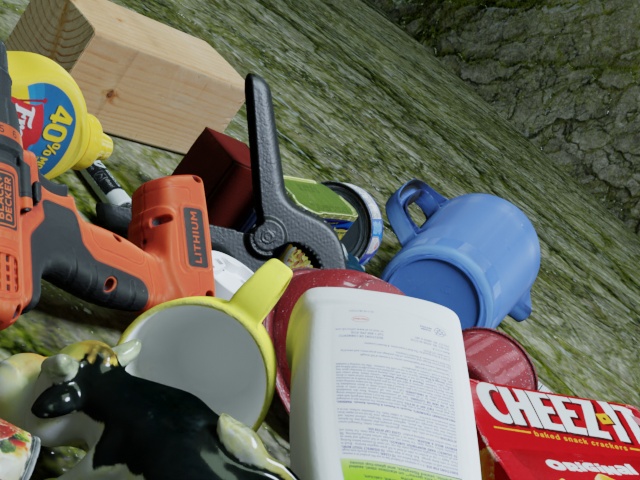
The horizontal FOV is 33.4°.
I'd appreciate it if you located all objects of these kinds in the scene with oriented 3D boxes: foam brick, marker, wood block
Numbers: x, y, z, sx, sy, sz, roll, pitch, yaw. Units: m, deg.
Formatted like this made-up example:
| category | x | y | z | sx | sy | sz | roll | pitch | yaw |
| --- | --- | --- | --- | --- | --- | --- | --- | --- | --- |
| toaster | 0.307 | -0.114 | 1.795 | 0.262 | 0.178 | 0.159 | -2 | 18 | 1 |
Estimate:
| category | x | y | z | sx | sy | sz | roll | pitch | yaw |
| --- | --- | --- | --- | --- | --- | --- | --- | --- | --- |
| foam brick | -0.087 | -0.043 | 0.881 | 0.052 | 0.078 | 0.051 | 19 | 24 | -50 |
| marker | -0.183 | -0.061 | 0.837 | 0.020 | 0.020 | 0.121 | 13 | 29 | -53 |
| wood block | -0.173 | -0.151 | 0.973 | 0.090 | 0.091 | 0.205 | 47 | 19 | 30 |

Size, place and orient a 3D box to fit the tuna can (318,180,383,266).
| category | x | y | z | sx | sy | sz | roll | pitch | yaw |
| --- | --- | --- | --- | --- | --- | --- | --- | --- | --- |
| tuna can | 0.014 | -0.012 | 0.988 | 0.086 | 0.086 | 0.033 | 43 | 16 | 19 |

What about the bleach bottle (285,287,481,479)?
| category | x | y | z | sx | sy | sz | roll | pitch | yaw |
| --- | --- | --- | --- | --- | --- | --- | --- | --- | --- |
| bleach bottle | 0.025 | 0.120 | 0.506 | 0.102 | 0.068 | 0.250 | 7 | 32 | -1 |

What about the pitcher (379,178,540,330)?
| category | x | y | z | sx | sy | sz | roll | pitch | yaw |
| --- | --- | --- | --- | --- | --- | --- | --- | --- | --- |
| pitcher | 0.126 | 0.027 | 1.038 | 0.149 | 0.145 | 0.242 | 8 | 12 | 17 |

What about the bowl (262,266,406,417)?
| category | x | y | z | sx | sy | sz | roll | pitch | yaw |
| --- | --- | --- | --- | --- | --- | --- | --- | --- | --- |
| bowl | 0.034 | 0.080 | 0.737 | 0.162 | 0.055 | 0.162 | 34 | 39 | -33 |

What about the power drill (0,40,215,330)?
| category | x | y | z | sx | sy | sz | roll | pitch | yaw |
| --- | --- | --- | --- | --- | --- | --- | --- | --- | --- |
| power drill | -0.149 | -0.024 | 0.636 | 0.187 | 0.057 | 0.184 | 18 | 58 | -48 |

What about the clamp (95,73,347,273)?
| category | x | y | z | sx | sy | sz | roll | pitch | yaw |
| --- | --- | --- | --- | --- | --- | --- | --- | --- | --- |
| clamp | -0.055 | 0.001 | 0.809 | 0.210 | 0.164 | 0.036 | 56 | -14 | -7 |

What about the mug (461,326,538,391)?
| category | x | y | z | sx | sy | sz | roll | pitch | yaw |
| --- | --- | --- | --- | --- | --- | --- | --- | --- | --- |
| mug | 0.118 | 0.132 | 0.837 | 0.081 | 0.093 | 0.117 | -12 | 87 | -62 |

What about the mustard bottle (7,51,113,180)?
| category | x | y | z | sx | sy | sz | roll | pitch | yaw |
| --- | --- | --- | --- | --- | --- | --- | --- | --- | --- |
| mustard bottle | -0.211 | -0.080 | 0.697 | 0.058 | 0.096 | 0.191 | 43 | 17 | 32 |

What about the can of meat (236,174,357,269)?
| category | x | y | z | sx | sy | sz | roll | pitch | yaw |
| --- | --- | --- | --- | --- | --- | --- | --- | --- | --- |
| can of meat | -0.025 | -0.005 | 0.894 | 0.057 | 0.084 | 0.101 | 44 | 18 | 22 |
